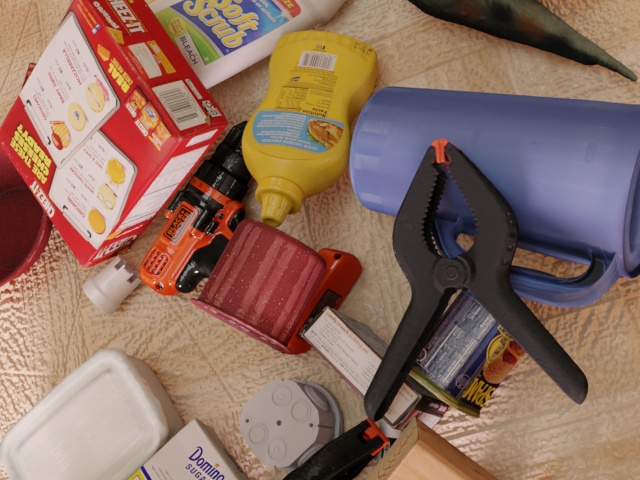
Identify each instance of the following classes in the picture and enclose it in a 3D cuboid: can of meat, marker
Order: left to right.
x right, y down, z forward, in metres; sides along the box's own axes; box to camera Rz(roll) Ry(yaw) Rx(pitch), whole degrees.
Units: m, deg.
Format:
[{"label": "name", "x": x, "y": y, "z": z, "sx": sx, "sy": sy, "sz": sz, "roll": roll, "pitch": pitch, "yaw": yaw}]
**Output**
[{"label": "marker", "x": 0.053, "y": 0.210, "z": 0.888, "sx": 0.020, "sy": 0.020, "sz": 0.121, "roll": 2, "pitch": 79, "yaw": 24}, {"label": "can of meat", "x": 0.119, "y": 0.088, "z": 0.845, "sx": 0.057, "sy": 0.102, "sz": 0.084, "roll": 38, "pitch": 92, "yaw": 27}]

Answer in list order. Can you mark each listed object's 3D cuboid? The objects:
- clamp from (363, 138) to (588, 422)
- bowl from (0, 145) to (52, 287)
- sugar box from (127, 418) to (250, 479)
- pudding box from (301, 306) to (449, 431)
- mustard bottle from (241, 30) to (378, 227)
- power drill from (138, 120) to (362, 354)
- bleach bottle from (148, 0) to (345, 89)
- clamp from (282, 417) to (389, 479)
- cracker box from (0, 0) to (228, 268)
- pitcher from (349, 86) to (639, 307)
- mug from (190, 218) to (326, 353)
[{"label": "clamp", "x": 0.111, "y": 0.029, "z": 0.779, "sx": 0.165, "sy": 0.036, "sz": 0.210, "roll": -2, "pitch": 82, "yaw": 22}, {"label": "bowl", "x": -0.330, "y": -0.019, "z": 1.091, "sx": 0.162, "sy": 0.055, "sz": 0.162, "roll": -6, "pitch": 75, "yaw": 22}, {"label": "sugar box", "x": -0.141, "y": 0.247, "z": 0.914, "sx": 0.176, "sy": 0.048, "sz": 0.093, "roll": -40, "pitch": 56, "yaw": -2}, {"label": "pudding box", "x": 0.046, "y": 0.108, "z": 0.877, "sx": 0.114, "sy": 0.090, "sz": 0.039, "roll": 41, "pitch": 95, "yaw": 26}, {"label": "mustard bottle", "x": -0.016, "y": -0.095, "z": 0.936, "sx": 0.096, "sy": 0.058, "sz": 0.191, "roll": 11, "pitch": 60, "yaw": 12}, {"label": "power drill", "x": -0.056, "y": 0.001, "z": 0.968, "sx": 0.188, "sy": 0.057, "sz": 0.184, "roll": 33, "pitch": 92, "yaw": 28}, {"label": "bleach bottle", "x": -0.076, "y": -0.220, "z": 1.010, "sx": 0.251, "sy": 0.068, "sz": 0.102, "roll": -28, "pitch": 91, "yaw": 8}, {"label": "clamp", "x": -0.020, "y": 0.208, "z": 0.867, "sx": 0.171, "sy": 0.120, "sz": 0.039, "roll": -45, "pitch": 75, "yaw": 6}, {"label": "cracker box", "x": -0.195, "y": -0.102, "z": 0.977, "sx": 0.164, "sy": 0.071, "sz": 0.214, "roll": 54, "pitch": 133, "yaw": 10}, {"label": "pitcher", "x": 0.145, "y": -0.048, "z": 0.849, "sx": 0.243, "sy": 0.149, "sz": 0.145, "roll": 12, "pitch": 110, "yaw": 29}, {"label": "mug", "x": -0.053, "y": 0.034, "z": 0.883, "sx": 0.117, "sy": 0.093, "sz": 0.081, "roll": 9, "pitch": 69, "yaw": 62}]
